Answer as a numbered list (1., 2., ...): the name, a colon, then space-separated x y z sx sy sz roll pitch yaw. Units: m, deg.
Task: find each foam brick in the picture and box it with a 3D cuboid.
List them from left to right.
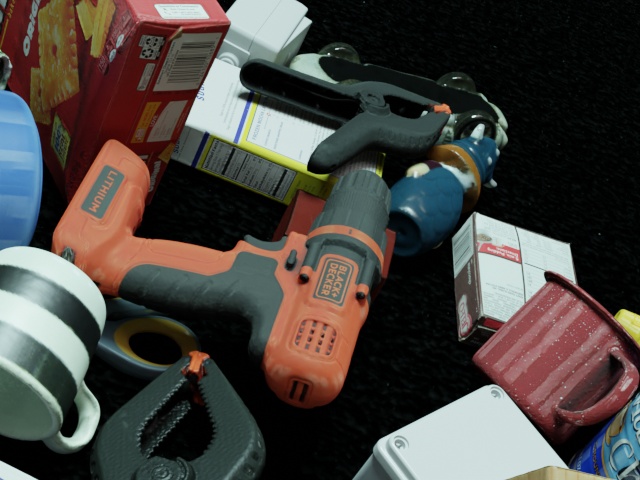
1. foam brick: 0.006 0.011 0.737 0.078 0.053 0.051 25 41 -6

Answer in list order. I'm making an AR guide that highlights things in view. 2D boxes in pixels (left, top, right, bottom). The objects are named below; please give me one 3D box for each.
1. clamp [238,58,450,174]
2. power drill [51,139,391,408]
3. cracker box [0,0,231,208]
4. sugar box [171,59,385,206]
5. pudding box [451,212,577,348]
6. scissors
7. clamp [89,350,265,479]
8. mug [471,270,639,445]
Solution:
1. clamp: 0.032 -0.085 0.786 0.171 0.039 0.120 2 46 -29
2. power drill: -0.054 0.001 0.649 0.187 0.057 0.184 16 44 3
3. cracker box: -0.160 -0.151 0.721 0.071 0.164 0.214 -9 54 -38
4. sugar box: -0.039 -0.077 0.806 0.176 0.048 0.093 20 40 -6
5. pudding box: 0.148 0.038 0.802 0.090 0.039 0.113 18 44 -13
6. scissors: -0.154 0.059 0.625 0.201 0.016 0.096 -18 59 -40
7. clamp: -0.070 0.137 0.548 0.165 0.036 0.209 5 35 11
8. mug: 0.160 0.084 0.698 0.093 0.081 0.117 47 -3 -28
